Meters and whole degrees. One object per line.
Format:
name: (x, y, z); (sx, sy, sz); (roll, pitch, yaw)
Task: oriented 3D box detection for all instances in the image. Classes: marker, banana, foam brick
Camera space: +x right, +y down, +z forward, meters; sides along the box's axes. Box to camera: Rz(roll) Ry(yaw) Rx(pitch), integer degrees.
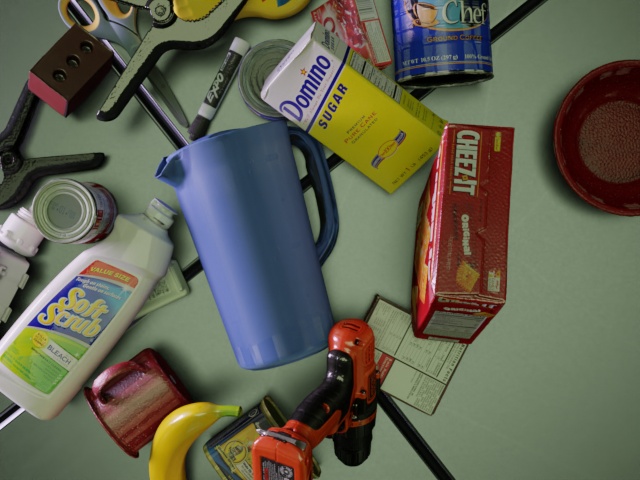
marker: (-0.111, -0.161, 1.149); (0.020, 0.020, 0.121); (27, 91, 1)
banana: (-0.143, 0.223, 1.094); (0.069, 0.037, 0.198); (30, 130, 3)
foam brick: (-0.262, -0.179, 1.124); (0.053, 0.051, 0.078); (38, 68, -4)

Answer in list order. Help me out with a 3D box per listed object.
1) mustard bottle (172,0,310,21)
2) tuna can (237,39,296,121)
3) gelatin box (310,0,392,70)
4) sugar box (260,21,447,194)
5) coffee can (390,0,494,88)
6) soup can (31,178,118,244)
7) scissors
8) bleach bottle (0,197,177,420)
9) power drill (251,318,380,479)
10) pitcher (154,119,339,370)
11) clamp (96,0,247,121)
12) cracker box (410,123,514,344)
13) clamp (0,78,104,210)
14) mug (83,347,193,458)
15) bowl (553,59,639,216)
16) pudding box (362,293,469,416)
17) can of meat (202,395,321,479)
mustard bottle: (-0.063, -0.281, 1.128); (0.191, 0.058, 0.096); (-10, 91, 1)
tuna can: (-0.045, -0.171, 1.140); (0.086, 0.034, 0.086); (0, 90, 2)
gelatin box: (0.032, -0.212, 1.118); (0.030, 0.073, 0.089); (-16, 89, -36)
sugar box: (0.035, -0.133, 1.091); (0.176, 0.048, 0.093); (33, 127, -17)
coffee can: (0.123, -0.234, 1.101); (0.103, 0.103, 0.140); (-4, 91, 1)
soup can: (-0.255, -0.030, 1.113); (0.068, 0.102, 0.068); (0, 90, 1)
scissors: (-0.218, -0.204, 1.154); (0.096, 0.016, 0.202); (-18, 90, 3)
bleach bottle: (-0.240, 0.059, 1.104); (0.102, 0.068, 0.251); (37, 93, 2)
power drill: (0.002, 0.194, 1.049); (0.057, 0.187, 0.184); (12, 125, 23)
pitcher: (-0.057, 0.001, 1.104); (0.149, 0.145, 0.243); (-16, 94, 14)
clamp: (-0.162, -0.220, 1.086); (0.210, 0.036, 0.164); (-14, 95, 0)
cracker box: (0.133, 0.000, 1.031); (0.072, 0.214, 0.164); (5, 75, 2)
clamp: (-0.332, -0.097, 1.148); (0.171, 0.039, 0.120); (-29, 82, -4)
mug: (-0.192, 0.161, 1.111); (0.081, 0.117, 0.093); (-37, 50, -4)
bowl: (0.320, -0.105, 1.119); (0.162, 0.055, 0.162); (0, 90, 2)
pudding box: (0.089, 0.122, 1.137); (0.113, 0.039, 0.090); (28, 89, -1)
can of meat: (-0.063, 0.231, 1.132); (0.084, 0.057, 0.102); (-36, 89, 4)
